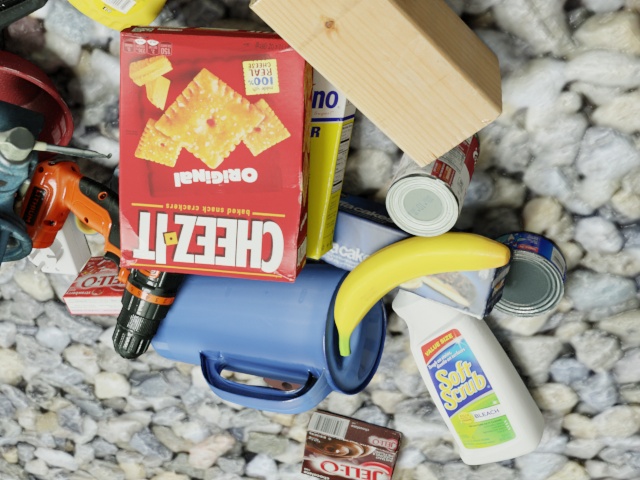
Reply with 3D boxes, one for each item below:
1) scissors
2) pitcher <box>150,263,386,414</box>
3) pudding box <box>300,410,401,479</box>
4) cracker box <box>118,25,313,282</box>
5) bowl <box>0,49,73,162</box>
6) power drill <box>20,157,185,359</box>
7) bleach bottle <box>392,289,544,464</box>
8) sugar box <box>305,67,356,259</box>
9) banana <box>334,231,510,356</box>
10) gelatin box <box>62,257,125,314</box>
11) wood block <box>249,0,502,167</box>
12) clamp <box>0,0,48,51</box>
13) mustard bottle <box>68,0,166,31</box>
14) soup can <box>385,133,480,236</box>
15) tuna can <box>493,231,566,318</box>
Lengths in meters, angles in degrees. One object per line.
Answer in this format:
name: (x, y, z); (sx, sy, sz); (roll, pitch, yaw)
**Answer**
scissors: (-0.199, -0.056, 1.147); (0.096, 0.016, 0.202); (38, 130, -14)
pitcher: (-0.066, 0.091, 1.118); (0.243, 0.149, 0.145); (2, 93, 30)
pudding box: (0.036, 0.259, 1.296); (0.113, 0.039, 0.090); (15, 132, 9)
cracker box: (-0.092, -0.077, 0.940); (0.164, 0.072, 0.214); (5, 105, 7)
bowl: (-0.329, -0.142, 1.079); (0.162, 0.055, 0.162); (-1, 147, -1)
power drill: (-0.227, 0.010, 1.113); (0.188, 0.057, 0.184); (26, 100, 14)
bleach bottle: (0.141, 0.125, 1.132); (0.103, 0.068, 0.250); (-19, 116, 32)
sugar box: (-0.023, -0.079, 0.993); (0.093, 0.048, 0.176); (14, 109, 16)
banana: (0.079, 0.034, 0.981); (0.198, 0.037, 0.069); (-34, 94, 30)
gelatin box: (-0.236, 0.050, 1.209); (0.089, 0.073, 0.030); (-2, 127, 23)
wood block: (0.050, -0.169, 0.878); (0.091, 0.090, 0.206); (-33, 121, 30)
clamp: (-0.351, -0.227, 1.050); (0.120, 0.039, 0.172); (39, 131, -14)
mustard bottle: (-0.140, -0.260, 0.923); (0.096, 0.058, 0.192); (29, 136, -34)
soup can: (0.103, -0.060, 0.967); (0.068, 0.102, 0.068); (11, 130, 13)
tuna can: (0.198, 0.034, 1.052); (0.086, 0.033, 0.086); (11, 131, 13)
